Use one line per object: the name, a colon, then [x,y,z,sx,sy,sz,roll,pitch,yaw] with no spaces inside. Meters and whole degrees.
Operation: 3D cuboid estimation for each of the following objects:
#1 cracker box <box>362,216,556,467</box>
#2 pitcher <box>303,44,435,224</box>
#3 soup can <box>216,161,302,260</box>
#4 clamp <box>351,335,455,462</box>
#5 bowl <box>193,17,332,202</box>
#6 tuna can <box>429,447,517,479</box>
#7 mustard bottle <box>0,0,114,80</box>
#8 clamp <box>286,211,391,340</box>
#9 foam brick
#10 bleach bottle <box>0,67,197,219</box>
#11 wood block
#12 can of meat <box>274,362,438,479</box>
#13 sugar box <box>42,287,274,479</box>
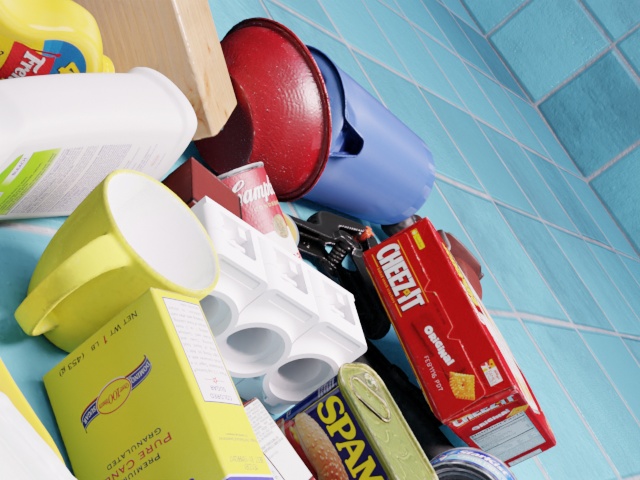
cracker box: [0.122,0.098,0.919,0.164,0.072,0.213,65,9,29]
pitcher: [0.012,-0.097,1.070,0.242,0.145,0.149,23,46,-58]
soup can: [-0.055,0.001,0.798,0.102,0.069,0.068,67,22,1]
clamp: [0.060,0.126,0.906,0.171,0.039,0.120,48,4,-5]
bowl: [-0.064,-0.105,0.906,0.055,0.162,0.162,-18,69,-39]
tuna can: [0.109,0.203,0.811,0.086,0.086,0.033,55,23,8]
mustard bottle: [-0.201,-0.128,0.695,0.191,0.096,0.058,21,49,-54]
clamp: [0.008,0.007,0.985,0.164,0.036,0.210,40,16,0]
foam brick: [-0.098,-0.007,0.737,0.053,0.078,0.051,40,23,-33]
bleach bottle: [-0.174,-0.057,0.625,0.068,0.103,0.250,46,19,12]
wood block: [-0.139,-0.179,0.796,0.090,0.091,0.206,-73,150,-66]
can of meat: [0.016,0.146,0.711,0.057,0.084,0.102,10,46,-60]
sugar box: [-0.076,0.122,0.546,0.048,0.093,0.176,21,36,-52]
